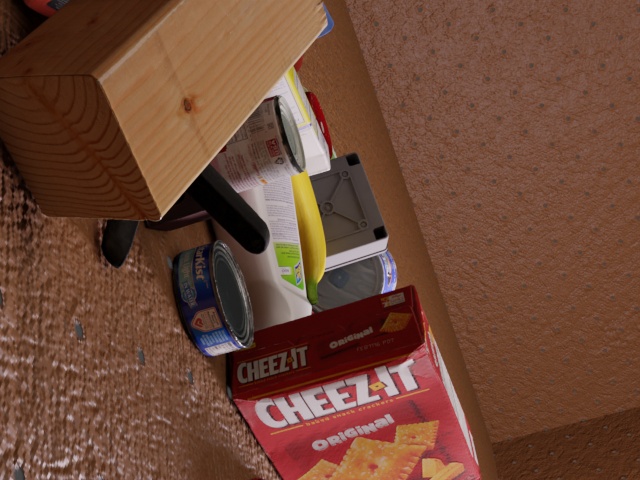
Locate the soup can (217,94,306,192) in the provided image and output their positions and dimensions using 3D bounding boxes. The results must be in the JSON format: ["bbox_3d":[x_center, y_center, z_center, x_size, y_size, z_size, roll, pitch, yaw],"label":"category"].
[{"bbox_3d":[-0.070,-0.073,0.875,0.068,0.102,0.068,-17,90,-80],"label":"soup can"}]

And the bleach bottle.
[{"bbox_3d":[-0.056,0.001,0.951,0.102,0.068,0.251,2,76,-64],"label":"bleach bottle"}]

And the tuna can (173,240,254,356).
[{"bbox_3d":[-0.082,0.045,0.820,0.086,0.034,0.086,-16,90,-80],"label":"tuna can"}]

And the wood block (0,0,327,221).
[{"bbox_3d":[-0.087,-0.110,0.620,0.205,0.090,0.091,-55,137,-41],"label":"wood block"}]

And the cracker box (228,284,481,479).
[{"bbox_3d":[0.034,0.151,0.917,0.072,0.164,0.213,-99,168,-46],"label":"cracker box"}]

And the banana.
[{"bbox_3d":[-0.022,-0.036,1.072,0.069,0.037,0.198,-107,-178,-66],"label":"banana"}]

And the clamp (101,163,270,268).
[{"bbox_3d":[-0.099,-0.056,0.726,0.120,0.039,0.171,7,60,-37],"label":"clamp"}]

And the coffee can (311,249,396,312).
[{"bbox_3d":[0.033,0.043,1.266,0.140,0.103,0.103,4,70,-80],"label":"coffee can"}]
